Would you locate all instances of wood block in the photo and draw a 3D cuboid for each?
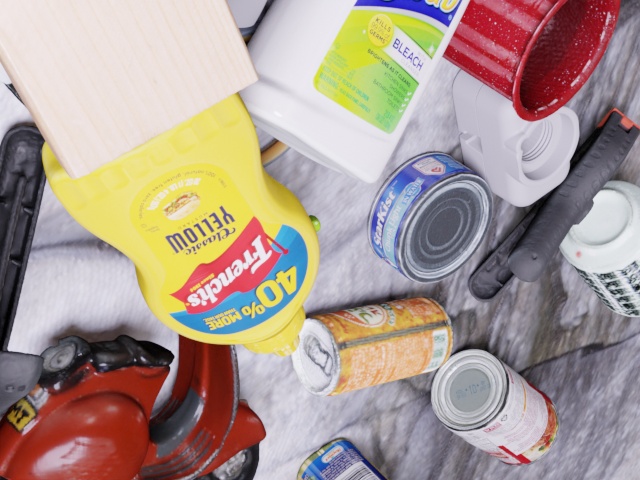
[{"bbox_3d":[-0.113,-0.141,0.411,0.090,0.090,0.206,-30,125,-9],"label":"wood block"}]

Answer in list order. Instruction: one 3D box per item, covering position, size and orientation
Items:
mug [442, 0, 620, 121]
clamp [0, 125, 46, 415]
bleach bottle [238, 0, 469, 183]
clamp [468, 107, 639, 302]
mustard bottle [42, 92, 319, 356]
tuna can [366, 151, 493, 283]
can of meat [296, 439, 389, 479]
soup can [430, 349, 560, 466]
[{"bbox_3d":[0.123,-0.132,0.640,0.117,0.082,0.093,-9,131,-49],"label":"mug"},{"bbox_3d":[-0.165,0.070,0.510,0.036,0.164,0.210,13,120,-21],"label":"clamp"},{"bbox_3d":[0.045,-0.162,0.564,0.102,0.068,0.251,28,89,-42],"label":"bleach bottle"},{"bbox_3d":[0.170,-0.022,0.777,0.039,0.120,0.171,44,69,-3],"label":"clamp"},{"bbox_3d":[-0.053,0.001,0.548,0.096,0.058,0.191,-29,135,0],"label":"mustard bottle"},{"bbox_3d":[0.075,-0.014,0.722,0.086,0.034,0.086,-21,130,-28],"label":"tuna can"},{"bbox_3d":[0.034,0.207,0.801,0.057,0.084,0.102,-35,135,-16],"label":"can of meat"},{"bbox_3d":[0.140,0.134,0.852,0.068,0.069,0.102,-52,137,1],"label":"soup can"}]
